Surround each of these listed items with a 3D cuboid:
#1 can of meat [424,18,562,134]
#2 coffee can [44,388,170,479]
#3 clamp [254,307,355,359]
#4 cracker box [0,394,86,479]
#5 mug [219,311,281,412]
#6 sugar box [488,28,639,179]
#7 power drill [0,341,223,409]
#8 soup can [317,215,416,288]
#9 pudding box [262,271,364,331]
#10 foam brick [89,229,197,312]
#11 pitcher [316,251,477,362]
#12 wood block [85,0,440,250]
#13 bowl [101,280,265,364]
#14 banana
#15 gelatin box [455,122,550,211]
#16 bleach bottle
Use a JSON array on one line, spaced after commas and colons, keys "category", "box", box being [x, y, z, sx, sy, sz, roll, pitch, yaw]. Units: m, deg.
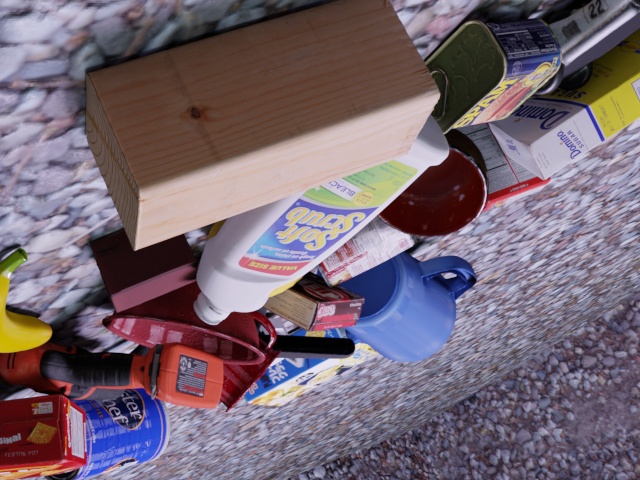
[{"category": "can of meat", "box": [0.134, -0.134, 0.862, 0.083, 0.057, 0.102, -15, 161, -41]}, {"category": "coffee can", "box": [-0.270, 0.235, 1.313, 0.103, 0.103, 0.140, -37, 161, 33]}, {"category": "clamp", "box": [-0.086, 0.116, 1.280, 0.210, 0.036, 0.164, -17, 137, 28]}, {"category": "cracker box", "box": [-0.329, 0.205, 1.079, 0.164, 0.072, 0.214, -5, 168, -8]}, {"category": "mug", "box": [-0.097, 0.124, 1.196, 0.117, 0.081, 0.093, -48, 179, 27]}, {"category": "sugar box", "box": [0.246, -0.129, 0.958, 0.176, 0.048, 0.093, -32, -157, -2]}, {"category": "power drill", "box": [-0.194, 0.135, 1.058, 0.188, 0.057, 0.184, -2, 167, 24]}, {"category": "soup can", "box": [0.040, -0.003, 1.105, 0.102, 0.068, 0.068, -28, 164, 4]}, {"category": "pudding box", "box": [-0.024, 0.057, 1.125, 0.089, 0.114, 0.039, 1, 108, -57]}, {"category": "foam brick", "box": [-0.150, 0.018, 0.911, 0.078, 0.053, 0.051, -22, 163, -11]}, {"category": "pitcher", "box": [0.088, 0.064, 1.293, 0.149, 0.145, 0.242, -67, 159, -5]}, {"category": "wood block", "box": [-0.040, -0.081, 0.699, 0.205, 0.091, 0.090, -20, 162, -19]}, {"category": "bowl", "box": [-0.127, 0.074, 1.038, 0.162, 0.055, 0.162, 11, 162, 3]}, {"category": "banana", "box": [-0.268, 0.065, 0.904, 0.069, 0.037, 0.198, -19, 163, -16]}, {"category": "gelatin box", "box": [0.166, -0.079, 1.022, 0.073, 0.089, 0.030, -20, 164, -20]}, {"category": "bleach bottle", "box": [-0.015, -0.018, 0.870, 0.102, 0.068, 0.251, 22, 123, -35]}]
